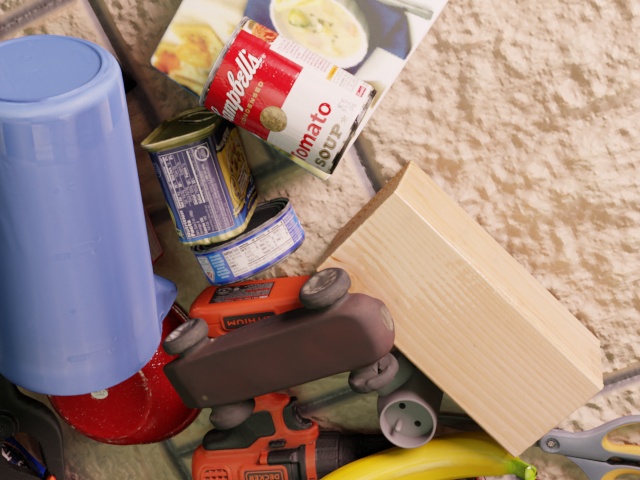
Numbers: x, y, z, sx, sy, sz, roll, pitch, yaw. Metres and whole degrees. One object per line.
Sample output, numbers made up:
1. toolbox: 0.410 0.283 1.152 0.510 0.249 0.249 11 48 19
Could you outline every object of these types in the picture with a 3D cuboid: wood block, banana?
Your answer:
1. wood block: 0.107 0.050 0.806 0.206 0.090 0.091 43 113 -4
2. banana: 0.069 0.182 0.837 0.198 0.069 0.037 -16 93 12

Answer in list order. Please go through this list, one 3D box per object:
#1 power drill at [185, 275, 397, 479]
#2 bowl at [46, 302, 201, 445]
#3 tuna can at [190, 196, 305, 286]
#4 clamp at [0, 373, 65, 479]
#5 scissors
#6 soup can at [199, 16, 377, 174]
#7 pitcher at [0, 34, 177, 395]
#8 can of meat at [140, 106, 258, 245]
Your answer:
1. power drill: -0.027 0.126 0.881 0.184 0.057 0.188 -6 107 7
2. bowl: -0.179 0.117 0.915 0.162 0.055 0.162 4 111 12
3. tuna can: -0.055 0.001 0.827 0.086 0.086 0.034 -21 106 19
4. clamp: -0.268 0.143 0.897 0.120 0.039 0.171 -48 113 -5
5. scissors: 0.198 0.181 0.873 0.202 0.016 0.096 -5 108 15
6. soup can: -0.021 -0.097 0.721 0.102 0.068 0.069 29 113 -2
7. pitcher: -0.196 -0.014 0.756 0.145 0.149 0.243 13 129 14
8. can of meat: -0.087 -0.051 0.808 0.057 0.102 0.084 -14 108 12
